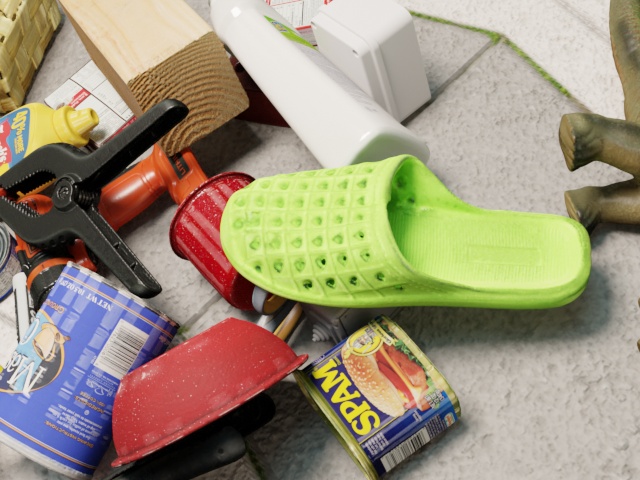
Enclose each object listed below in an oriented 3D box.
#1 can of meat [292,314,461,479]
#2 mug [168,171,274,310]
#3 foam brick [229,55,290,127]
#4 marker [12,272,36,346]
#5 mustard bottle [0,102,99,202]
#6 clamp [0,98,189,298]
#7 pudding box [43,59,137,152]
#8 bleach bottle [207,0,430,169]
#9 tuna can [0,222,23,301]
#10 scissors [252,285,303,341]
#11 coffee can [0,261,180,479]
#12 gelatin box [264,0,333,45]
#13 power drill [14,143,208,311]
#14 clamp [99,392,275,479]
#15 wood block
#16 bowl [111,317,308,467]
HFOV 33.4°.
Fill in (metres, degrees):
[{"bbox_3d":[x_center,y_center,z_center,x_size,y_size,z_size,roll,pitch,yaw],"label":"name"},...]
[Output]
[{"bbox_3d":[0.042,0.114,0.782,0.084,0.057,0.102,-34,51,-9],"label":"can of meat"},{"bbox_3d":[-0.056,0.001,0.889,0.117,0.093,0.082,-14,46,-39],"label":"mug"},{"bbox_3d":[-0.048,-0.145,1.005,0.078,0.051,0.053,10,60,26],"label":"foam brick"},{"bbox_3d":[-0.259,0.080,0.942,0.020,0.020,0.121,-21,51,5],"label":"marker"},{"bbox_3d":[-0.294,-0.080,1.024,0.192,0.058,0.096,-23,49,17],"label":"mustard bottle"},{"bbox_3d":[-0.203,-0.028,0.903,0.210,0.036,0.164,-6,75,29],"label":"clamp"},{"bbox_3d":[-0.211,-0.135,1.068,0.090,0.039,0.114,-44,55,-14],"label":"pudding box"},{"bbox_3d":[-0.017,-0.139,0.917,0.068,0.102,0.251,-49,58,15],"label":"bleach bottle"},{"bbox_3d":[-0.320,0.023,0.996,0.086,0.033,0.086,-10,53,13],"label":"tuna can"},{"bbox_3d":[-0.003,0.002,0.860,0.016,0.096,0.201,23,69,21],"label":"scissors"},{"bbox_3d":[-0.188,0.102,0.830,0.103,0.102,0.140,23,77,32],"label":"coffee can"},{"bbox_3d":[-0.026,-0.227,1.071,0.089,0.030,0.073,-8,55,15],"label":"gelatin box"},{"bbox_3d":[-0.179,-0.007,0.950,0.187,0.057,0.184,-30,51,-2],"label":"power drill"},{"bbox_3d":[-0.112,0.166,0.777,0.171,0.120,0.039,-31,84,1],"label":"clamp"},{"bbox_3d":[-0.158,-0.178,0.983,0.090,0.090,0.206,-33,44,-8],"label":"wood block"},{"bbox_3d":[-0.091,0.101,0.774,0.162,0.162,0.055,-29,89,-2],"label":"bowl"}]
